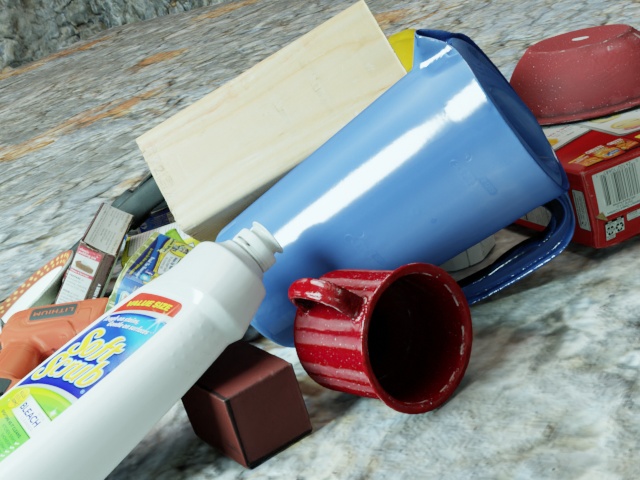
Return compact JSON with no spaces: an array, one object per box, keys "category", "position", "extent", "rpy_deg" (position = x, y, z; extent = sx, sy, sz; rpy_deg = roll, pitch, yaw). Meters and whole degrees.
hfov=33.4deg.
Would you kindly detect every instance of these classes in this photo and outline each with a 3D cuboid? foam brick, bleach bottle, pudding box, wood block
[{"category":"foam brick","position":[-0.052,0.104,0.691],"extent":[0.051,0.053,0.078],"rpy_deg":[-27,23,-27]},{"category":"bleach bottle","position":[-0.125,0.081,0.675],"extent":[0.250,0.068,0.103],"rpy_deg":[-44,32,-14]},{"category":"pudding box","position":[-0.211,0.025,0.987],"extent":[0.039,0.090,0.113],"rpy_deg":[22,18,-11]},{"category":"wood block","position":[-0.027,-0.086,0.844],"extent":[0.206,0.090,0.090],"rpy_deg":[-30,-16,6]}]

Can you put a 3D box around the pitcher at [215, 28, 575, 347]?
[{"category":"pitcher","position":[0.051,-0.019,0.766],"extent":[0.243,0.149,0.144],"rpy_deg":[-36,-27,20]}]

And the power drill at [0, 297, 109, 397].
[{"category":"power drill","position":[-0.212,0.108,0.807],"extent":[0.184,0.057,0.187],"rpy_deg":[-8,20,15]}]

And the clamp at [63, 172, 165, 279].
[{"category":"clamp","position":[-0.188,-0.034,1.086],"extent":[0.210,0.036,0.165],"rpy_deg":[-43,12,-4]}]

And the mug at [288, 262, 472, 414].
[{"category":"mug","position":[0.028,0.055,0.677],"extent":[0.082,0.117,0.093],"rpy_deg":[1,66,53]}]

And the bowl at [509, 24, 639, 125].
[{"category":"bowl","position":[0.231,-0.151,0.937],"extent":[0.162,0.055,0.162],"rpy_deg":[-14,17,4]}]

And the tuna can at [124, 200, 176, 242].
[{"category":"tuna can","position":[-0.182,-0.027,1.190],"extent":[0.086,0.034,0.086],"rpy_deg":[-15,19,5]}]

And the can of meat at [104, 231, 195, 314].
[{"category":"can of meat","position":[-0.112,0.043,0.845],"extent":[0.084,0.057,0.102],"rpy_deg":[22,27,3]}]
